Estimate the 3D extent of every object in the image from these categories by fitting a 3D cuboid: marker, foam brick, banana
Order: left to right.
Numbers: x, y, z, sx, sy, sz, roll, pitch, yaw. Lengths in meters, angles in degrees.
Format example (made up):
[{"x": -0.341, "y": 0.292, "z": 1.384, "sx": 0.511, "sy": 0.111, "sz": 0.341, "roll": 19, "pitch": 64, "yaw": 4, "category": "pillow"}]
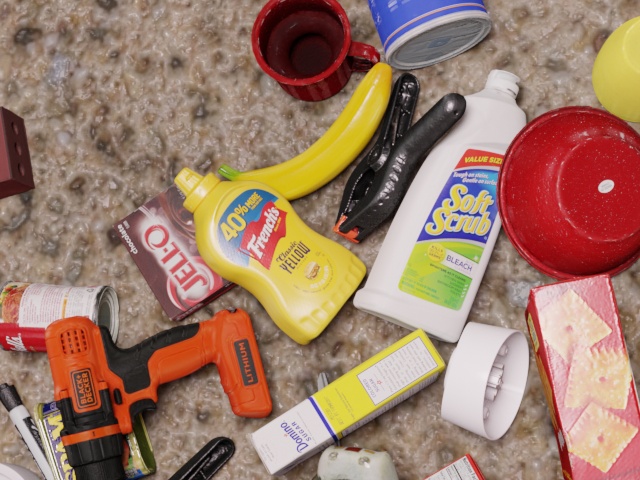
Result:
[{"x": -0.324, "y": -0.086, "z": 1.064, "sx": 0.051, "sy": 0.053, "sz": 0.078, "roll": -13, "pitch": 80, "yaw": 6, "category": "foam brick"}, {"x": -0.279, "y": 0.191, "z": 1.033, "sx": 0.020, "sy": 0.020, "sz": 0.121, "roll": -34, "pitch": 78, "yaw": 2, "category": "marker"}, {"x": -0.004, "y": -0.089, "z": 1.009, "sx": 0.198, "sy": 0.037, "sz": 0.069, "roll": -31, "pitch": 99, "yaw": 14, "category": "banana"}]

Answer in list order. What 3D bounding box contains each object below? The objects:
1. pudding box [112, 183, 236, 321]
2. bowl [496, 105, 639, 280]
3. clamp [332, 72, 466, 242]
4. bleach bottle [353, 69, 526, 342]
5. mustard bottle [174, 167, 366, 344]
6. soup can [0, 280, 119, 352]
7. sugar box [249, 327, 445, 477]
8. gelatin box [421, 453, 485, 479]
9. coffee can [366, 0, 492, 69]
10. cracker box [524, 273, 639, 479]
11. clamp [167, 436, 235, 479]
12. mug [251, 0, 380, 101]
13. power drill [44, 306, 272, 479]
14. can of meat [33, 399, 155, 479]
[{"x": -0.132, "y": 0.008, "z": 1.027, "sx": 0.090, "sy": 0.039, "sz": 0.113, "roll": -34, "pitch": 79, "yaw": 2, "category": "pudding box"}, {"x": 0.241, "y": -0.043, "z": 0.943, "sx": 0.162, "sy": 0.055, "sz": 0.162, "roll": 0, "pitch": 88, "yaw": -11, "category": "bowl"}, {"x": 0.070, "y": -0.075, "z": 0.979, "sx": 0.039, "sy": 0.120, "sz": 0.171, "roll": 25, "pitch": 90, "yaw": -20, "category": "clamp"}, {"x": 0.121, "y": -0.039, "z": 0.975, "sx": 0.102, "sy": 0.068, "sz": 0.251, "roll": 22, "pitch": 83, "yaw": -16, "category": "bleach bottle"}, {"x": -0.056, "y": 0.001, "z": 0.980, "sx": 0.191, "sy": 0.058, "sz": 0.096, "roll": 40, "pitch": 64, "yaw": -1, "category": "mustard bottle"}, {"x": -0.251, "y": 0.074, "z": 1.022, "sx": 0.102, "sy": 0.068, "sz": 0.068, "roll": 1, "pitch": 82, "yaw": 8, "category": "soup can"}, {"x": 0.023, "y": 0.145, "z": 0.944, "sx": 0.176, "sy": 0.093, "sz": 0.048, "roll": -29, "pitch": 77, "yaw": -5, "category": "sugar box"}, {"x": 0.113, "y": 0.242, "z": 0.941, "sx": 0.089, "sy": 0.030, "sz": 0.073, "roll": -30, "pitch": 39, "yaw": 3, "category": "gelatin box"}, {"x": 0.089, "y": -0.246, "z": 0.998, "sx": 0.103, "sy": 0.102, "sz": 0.140, "roll": -19, "pitch": 79, "yaw": 5, "category": "coffee can"}, {"x": 0.224, "y": 0.145, "z": 0.888, "sx": 0.072, "sy": 0.164, "sz": 0.214, "roll": -11, "pitch": 80, "yaw": 8, "category": "cracker box"}, {"x": -0.165, "y": 0.264, "z": 0.974, "sx": 0.210, "sy": 0.164, "sz": 0.036, "roll": -21, "pitch": 122, "yaw": 22, "category": "clamp"}, {"x": -0.001, "y": -0.180, "z": 1.013, "sx": 0.117, "sy": 0.081, "sz": 0.093, "roll": 7, "pitch": 83, "yaw": 10, "category": "mug"}, {"x": -0.142, "y": 0.144, "z": 0.961, "sx": 0.187, "sy": 0.057, "sz": 0.184, "roll": -12, "pitch": 84, "yaw": -20, "category": "power drill"}, {"x": -0.210, "y": 0.187, "z": 1.005, "sx": 0.084, "sy": 0.057, "sz": 0.102, "roll": -21, "pitch": 80, "yaw": 2, "category": "can of meat"}]
